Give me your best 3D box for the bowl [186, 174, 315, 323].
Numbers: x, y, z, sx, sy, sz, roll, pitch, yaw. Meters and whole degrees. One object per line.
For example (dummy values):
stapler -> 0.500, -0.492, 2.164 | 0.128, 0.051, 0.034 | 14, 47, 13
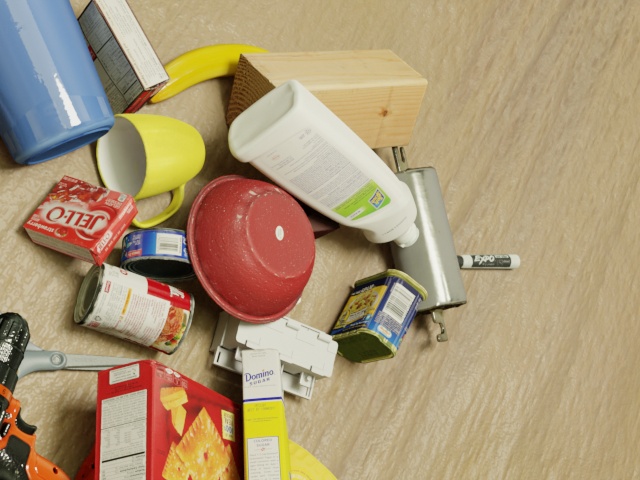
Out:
bowl -> -0.057, 0.001, 1.097 | 0.161, 0.055, 0.162 | 19, 62, -39

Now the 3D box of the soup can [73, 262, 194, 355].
soup can -> -0.188, 0.068, 1.072 | 0.102, 0.069, 0.068 | 22, 66, -24

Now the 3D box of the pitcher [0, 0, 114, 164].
pitcher -> -0.308, -0.199, 1.050 | 0.144, 0.149, 0.243 | -27, 95, -56

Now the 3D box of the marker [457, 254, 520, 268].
marker -> 0.202, 0.027, 1.355 | 0.120, 0.020, 0.020 | 1, 76, -32

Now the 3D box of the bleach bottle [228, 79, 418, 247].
bleach bottle -> 0.019, -0.064, 1.163 | 0.250, 0.103, 0.068 | 40, 26, -37

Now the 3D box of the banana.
banana -> -0.111, -0.191, 1.214 | 0.197, 0.037, 0.069 | -5, 78, -33

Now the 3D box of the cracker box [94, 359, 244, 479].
cracker box -> -0.134, 0.236, 0.987 | 0.164, 0.072, 0.213 | 42, 36, -53

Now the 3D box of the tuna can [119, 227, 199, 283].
tuna can -> -0.162, 0.016, 1.093 | 0.086, 0.086, 0.034 | 11, 69, -29

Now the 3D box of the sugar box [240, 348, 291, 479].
sugar box -> -0.053, 0.204, 1.061 | 0.048, 0.093, 0.176 | -3, 49, 0

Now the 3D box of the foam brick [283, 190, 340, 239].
foam brick -> -0.028, -0.028, 1.209 | 0.078, 0.051, 0.053 | -9, 81, -33

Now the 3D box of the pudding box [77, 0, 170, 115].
pudding box -> -0.212, -0.195, 1.121 | 0.039, 0.090, 0.113 | -33, 94, -34

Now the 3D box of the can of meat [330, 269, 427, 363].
can of meat -> 0.062, 0.088, 1.201 | 0.057, 0.102, 0.084 | 39, 61, -17

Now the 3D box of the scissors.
scissors -> -0.271, 0.100, 1.043 | 0.201, 0.016, 0.096 | -11, 80, -36

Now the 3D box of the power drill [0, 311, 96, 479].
power drill -> -0.260, 0.181, 0.982 | 0.187, 0.057, 0.184 | 36, 57, -30

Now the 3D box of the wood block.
wood block -> 0.008, -0.159, 1.227 | 0.205, 0.091, 0.090 | -8, 39, -33

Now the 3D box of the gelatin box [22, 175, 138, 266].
gelatin box -> -0.237, -0.021, 1.060 | 0.073, 0.089, 0.030 | -58, 152, -29
